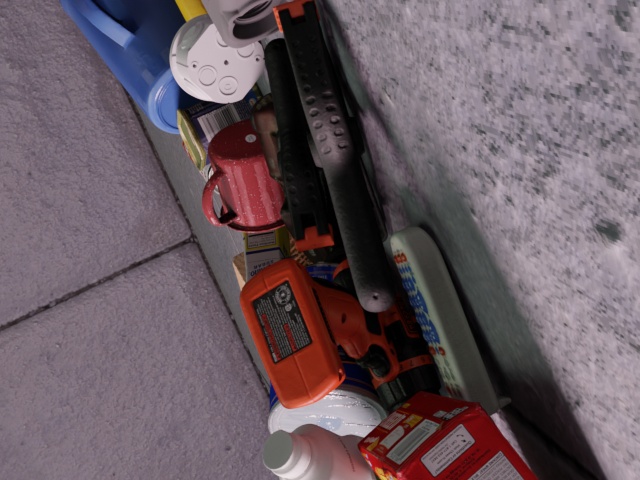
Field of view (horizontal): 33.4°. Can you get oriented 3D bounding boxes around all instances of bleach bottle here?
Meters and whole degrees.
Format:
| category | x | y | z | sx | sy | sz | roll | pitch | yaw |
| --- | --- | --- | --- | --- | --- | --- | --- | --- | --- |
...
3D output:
| category | x | y | z | sx | sy | sz | roll | pitch | yaw |
| --- | --- | --- | --- | --- | --- | --- | --- | --- | --- |
| bleach bottle | 0.044 | 0.192 | 0.822 | 0.250 | 0.068 | 0.103 | 34 | -168 | -41 |

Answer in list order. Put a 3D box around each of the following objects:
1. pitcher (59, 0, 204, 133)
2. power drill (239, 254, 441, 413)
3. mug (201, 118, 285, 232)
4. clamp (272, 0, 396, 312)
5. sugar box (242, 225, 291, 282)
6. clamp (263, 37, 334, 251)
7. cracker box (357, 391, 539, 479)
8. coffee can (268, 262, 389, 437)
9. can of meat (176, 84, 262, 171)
| category | x | y | z | sx | sy | sz | roll | pitch | yaw |
| --- | --- | --- | --- | --- | --- | --- | --- | --- | --- |
| pitcher | -0.199 | -0.235 | 1.198 | 0.243 | 0.149 | 0.145 | 54 | 155 | 33 |
| power drill | 0.027 | 0.088 | 0.813 | 0.187 | 0.057 | 0.184 | 15 | -134 | -60 |
| mug | -0.071 | -0.061 | 1.043 | 0.093 | 0.117 | 0.081 | 24 | 140 | 40 |
| clamp | 0.013 | -0.065 | 0.751 | 0.164 | 0.036 | 0.210 | -75 | -32 | -80 |
| sugar box | -0.057 | 0.001 | 1.168 | 0.093 | 0.048 | 0.176 | 75 | -176 | -53 |
| clamp | -0.011 | -0.058 | 0.820 | 0.120 | 0.039 | 0.171 | 55 | -156 | -57 |
| cracker box | 0.124 | 0.199 | 0.684 | 0.214 | 0.072 | 0.164 | 51 | 171 | 1 |
| coffee can | 0.006 | 0.105 | 0.941 | 0.103 | 0.103 | 0.140 | 73 | -169 | -45 |
| can of meat | -0.101 | -0.121 | 1.117 | 0.057 | 0.084 | 0.102 | 64 | 171 | 3 |
